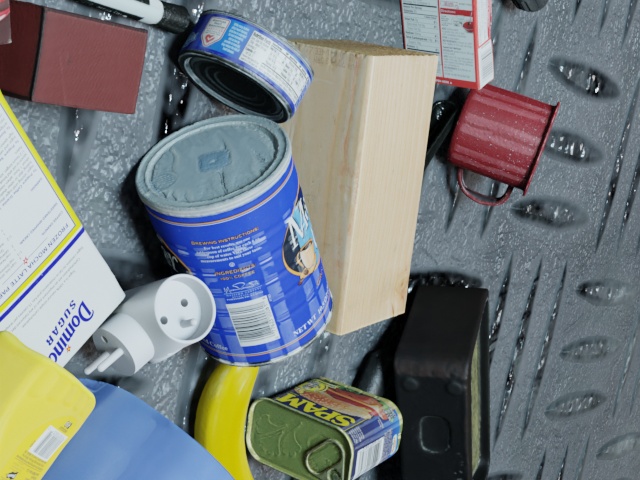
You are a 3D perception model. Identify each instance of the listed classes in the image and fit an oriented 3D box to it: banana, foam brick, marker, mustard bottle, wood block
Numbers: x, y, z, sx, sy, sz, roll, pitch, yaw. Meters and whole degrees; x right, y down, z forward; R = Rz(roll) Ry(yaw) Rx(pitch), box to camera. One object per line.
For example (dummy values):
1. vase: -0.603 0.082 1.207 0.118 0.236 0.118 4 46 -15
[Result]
1. banana: -0.062 0.159 0.819 0.069 0.037 0.198 -3 117 -14
2. foam brick: -0.144 -0.103 0.598 0.078 0.053 0.051 0 103 -55
3. marker: -0.122 -0.145 0.642 0.120 0.020 0.020 7 98 -55
4. mustard bottle: -0.197 0.143 0.551 0.191 0.058 0.096 -56 167 -16
5. wood block: 0.018 -0.045 0.817 0.090 0.090 0.206 -14 115 -51

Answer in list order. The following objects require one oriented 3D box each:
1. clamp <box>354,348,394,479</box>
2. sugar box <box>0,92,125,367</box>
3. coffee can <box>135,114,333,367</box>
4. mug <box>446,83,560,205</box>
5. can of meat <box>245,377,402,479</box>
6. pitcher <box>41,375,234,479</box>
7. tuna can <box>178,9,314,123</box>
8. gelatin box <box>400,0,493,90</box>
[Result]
1. clamp: 0.030 0.196 0.981 0.171 0.039 0.120 -51 137 -30
2. sugar box: -0.183 0.002 0.595 0.093 0.048 0.176 -51 144 -29
3. coffee can: -0.055 0.001 0.722 0.102 0.103 0.140 -47 137 -34
4. mug: 0.165 -0.088 0.998 0.093 0.081 0.117 -54 163 -59
5. can of meat: 0.005 0.155 0.873 0.083 0.102 0.057 -15 116 -54
6. pitcher: -0.158 0.216 0.641 0.242 0.149 0.145 -53 161 -22
7. tuna can: -0.049 -0.112 0.699 0.033 0.086 0.086 -63 144 -12
8. gelatin box: 0.108 -0.177 0.903 0.030 0.073 0.089 -38 131 -42
